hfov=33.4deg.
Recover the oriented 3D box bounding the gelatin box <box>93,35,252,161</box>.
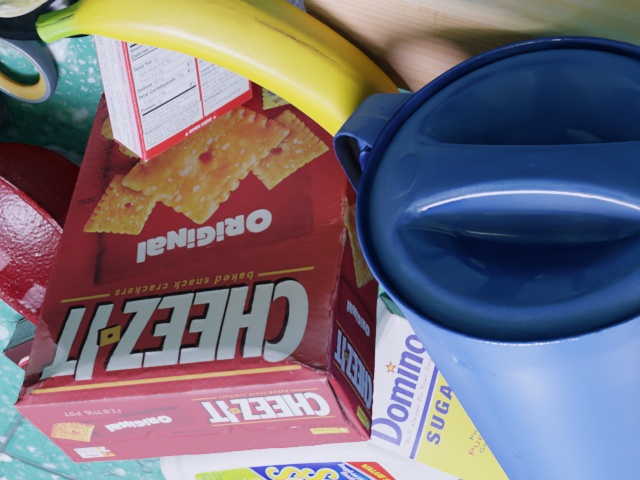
[{"bbox_3d":[-0.072,-0.094,0.522,0.030,0.073,0.089,35,147,31],"label":"gelatin box"}]

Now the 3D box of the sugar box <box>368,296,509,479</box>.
[{"bbox_3d":[0.101,0.116,0.748,0.176,0.048,0.093,23,100,-16],"label":"sugar box"}]

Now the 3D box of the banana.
[{"bbox_3d":[-0.021,-0.076,0.472,0.197,0.037,0.070,22,157,-22],"label":"banana"}]

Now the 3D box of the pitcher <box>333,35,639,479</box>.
[{"bbox_3d":[0.104,0.035,0.468,0.145,0.149,0.242,-15,143,12],"label":"pitcher"}]

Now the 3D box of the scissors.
[{"bbox_3d":[-0.218,-0.138,0.595,0.096,0.016,0.201,-4,135,18],"label":"scissors"}]

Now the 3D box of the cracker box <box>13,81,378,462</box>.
[{"bbox_3d":[-0.054,0.001,0.562,0.164,0.213,0.072,-8,141,19],"label":"cracker box"}]

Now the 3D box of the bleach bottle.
[{"bbox_3d":[0.009,0.164,0.831,0.251,0.068,0.102,-11,132,17],"label":"bleach bottle"}]

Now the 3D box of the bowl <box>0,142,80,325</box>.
[{"bbox_3d":[-0.173,-0.007,0.669,0.162,0.055,0.162,27,146,20],"label":"bowl"}]
